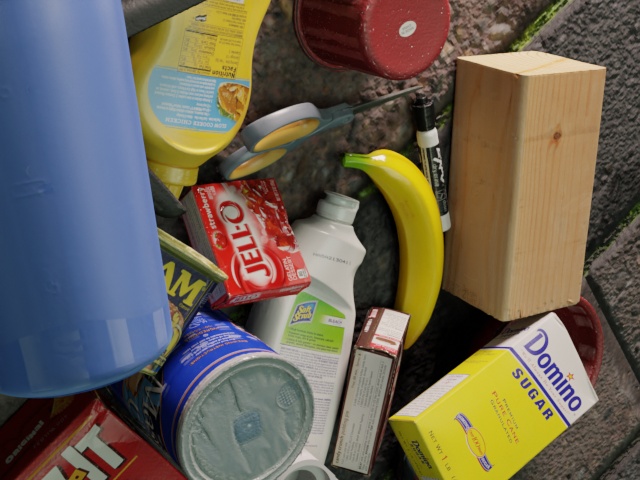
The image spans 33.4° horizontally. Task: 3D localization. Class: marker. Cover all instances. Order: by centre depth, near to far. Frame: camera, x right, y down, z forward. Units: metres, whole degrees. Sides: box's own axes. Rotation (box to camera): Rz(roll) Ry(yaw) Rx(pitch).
[{"bbox_3d":[0.092,-0.064,0.891,0.020,0.020,0.121,-25,119,-25],"label":"marker"}]

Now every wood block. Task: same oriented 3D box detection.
[{"bbox_3d":[0.169,-0.048,0.904,0.090,0.090,0.206,-10,113,-30],"label":"wood block"}]

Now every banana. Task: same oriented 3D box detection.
[{"bbox_3d":[0.070,0.000,0.892,0.069,0.037,0.198,-20,118,-3],"label":"banana"}]

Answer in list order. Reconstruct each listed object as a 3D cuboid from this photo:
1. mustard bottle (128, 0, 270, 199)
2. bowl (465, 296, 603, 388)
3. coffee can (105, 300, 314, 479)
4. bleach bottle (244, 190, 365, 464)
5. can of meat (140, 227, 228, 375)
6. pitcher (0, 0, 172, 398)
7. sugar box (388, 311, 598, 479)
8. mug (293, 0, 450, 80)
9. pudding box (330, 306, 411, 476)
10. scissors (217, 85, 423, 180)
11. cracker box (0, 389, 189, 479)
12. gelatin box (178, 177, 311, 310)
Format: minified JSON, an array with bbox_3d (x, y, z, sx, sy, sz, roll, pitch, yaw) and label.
[{"bbox_3d":[-0.090,-0.115,0.724,0.096,0.058,0.192,1,106,-42],"label":"mustard bottle"},{"bbox_3d":[0.188,0.115,0.999,0.161,0.055,0.162,-12,114,-30],"label":"bowl"},{"bbox_3d":[-0.084,0.103,0.757,0.102,0.140,0.103,-12,114,-30],"label":"coffee can"},{"bbox_3d":[-0.015,0.085,0.848,0.102,0.068,0.251,13,97,-36],"label":"bleach bottle"},{"bbox_3d":[-0.125,0.030,0.690,0.102,0.058,0.084,35,89,-37],"label":"can of meat"},{"bbox_3d":[-0.164,-0.043,0.567,0.144,0.149,0.243,-30,115,-54],"label":"pitcher"},{"bbox_3d":[0.148,0.141,0.889,0.176,0.048,0.093,-32,101,-26],"label":"sugar box"},{"bbox_3d":[0.033,-0.169,0.772,0.117,0.082,0.093,41,82,-37],"label":"mug"},{"bbox_3d":[0.042,0.122,0.879,0.039,0.090,0.113,11,110,8],"label":"pudding box"},{"bbox_3d":[-0.003,-0.084,0.812,0.201,0.096,0.016,-19,77,-55],"label":"scissors"},{"bbox_3d":[-0.167,0.222,0.789,0.164,0.072,0.213,-46,125,-12],"label":"cracker box"},{"bbox_3d":[-0.055,0.001,0.775,0.073,0.030,0.089,-8,71,-36],"label":"gelatin box"}]
